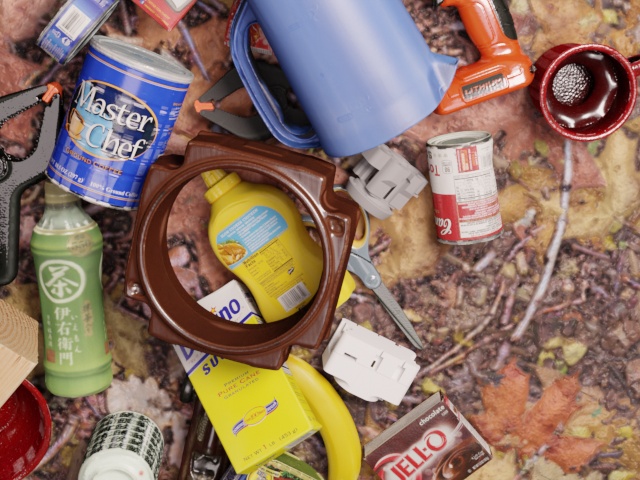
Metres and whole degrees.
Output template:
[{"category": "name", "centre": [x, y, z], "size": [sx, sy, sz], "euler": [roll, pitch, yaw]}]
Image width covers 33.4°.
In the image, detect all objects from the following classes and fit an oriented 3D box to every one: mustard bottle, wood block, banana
[{"category": "mustard bottle", "centre": [-0.057, 0.001, 1.079], "size": [0.096, 0.058, 0.191], "euler": [-36, 95, 22]}, {"category": "wood block", "centre": [-0.369, 0.150, 1.021], "size": [0.090, 0.090, 0.206], "euler": [37, 101, -26]}, {"category": "banana", "centre": [0.001, 0.201, 1.154], "size": [0.069, 0.037, 0.198], "euler": [-17, 105, 2]}]

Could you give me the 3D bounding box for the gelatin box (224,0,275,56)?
[{"category": "gelatin box", "centre": [-0.049, -0.225, 1.027], "size": [0.073, 0.030, 0.089], "euler": [12, 87, -2]}]

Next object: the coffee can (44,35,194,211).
[{"category": "coffee can", "centre": [-0.194, -0.113, 1.029], "size": [0.102, 0.103, 0.140], "euler": [21, 104, -7]}]

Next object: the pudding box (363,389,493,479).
[{"category": "pudding box", "centre": [0.116, 0.231, 1.165], "size": [0.113, 0.039, 0.090], "euler": [-39, 102, 8]}]

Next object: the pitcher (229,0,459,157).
[{"category": "pitcher", "centre": [-0.004, -0.200, 0.950], "size": [0.149, 0.145, 0.242], "euler": [-38, 110, -17]}]

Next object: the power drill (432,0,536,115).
[{"category": "power drill", "centre": [0.118, -0.221, 1.032], "size": [0.184, 0.057, 0.187], "euler": [-18, 106, 6]}]

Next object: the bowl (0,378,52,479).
[{"category": "bowl", "centre": [-0.364, 0.185, 1.120], "size": [0.162, 0.055, 0.162], "euler": [-5, 115, -12]}]

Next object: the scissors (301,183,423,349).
[{"category": "scissors", "centre": [0.033, 0.040, 1.122], "size": [0.096, 0.016, 0.202], "euler": [-19, 104, 5]}]

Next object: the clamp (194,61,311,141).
[{"category": "clamp", "centre": [-0.036, -0.131, 1.058], "size": [0.171, 0.039, 0.120], "euler": [-14, 88, 4]}]

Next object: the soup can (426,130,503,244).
[{"category": "soup can", "centre": [0.145, -0.054, 1.073], "size": [0.068, 0.068, 0.102], "euler": [-9, 105, 1]}]

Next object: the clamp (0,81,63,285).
[{"category": "clamp", "centre": [-0.334, -0.078, 1.067], "size": [0.164, 0.036, 0.210], "euler": [31, 101, -11]}]

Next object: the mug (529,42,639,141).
[{"category": "mug", "centre": [0.262, -0.154, 1.042], "size": [0.117, 0.081, 0.093], "euler": [-25, 105, 5]}]

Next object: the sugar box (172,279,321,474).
[{"category": "sugar box", "centre": [-0.081, 0.138, 1.088], "size": [0.093, 0.048, 0.176], "euler": [-32, 74, 6]}]

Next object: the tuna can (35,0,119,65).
[{"category": "tuna can", "centre": [-0.229, -0.207, 1.011], "size": [0.033, 0.086, 0.086], "euler": [41, 100, -13]}]

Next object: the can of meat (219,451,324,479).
[{"category": "can of meat", "centre": [-0.057, 0.265, 1.128], "size": [0.102, 0.057, 0.084], "euler": [32, 93, -27]}]
